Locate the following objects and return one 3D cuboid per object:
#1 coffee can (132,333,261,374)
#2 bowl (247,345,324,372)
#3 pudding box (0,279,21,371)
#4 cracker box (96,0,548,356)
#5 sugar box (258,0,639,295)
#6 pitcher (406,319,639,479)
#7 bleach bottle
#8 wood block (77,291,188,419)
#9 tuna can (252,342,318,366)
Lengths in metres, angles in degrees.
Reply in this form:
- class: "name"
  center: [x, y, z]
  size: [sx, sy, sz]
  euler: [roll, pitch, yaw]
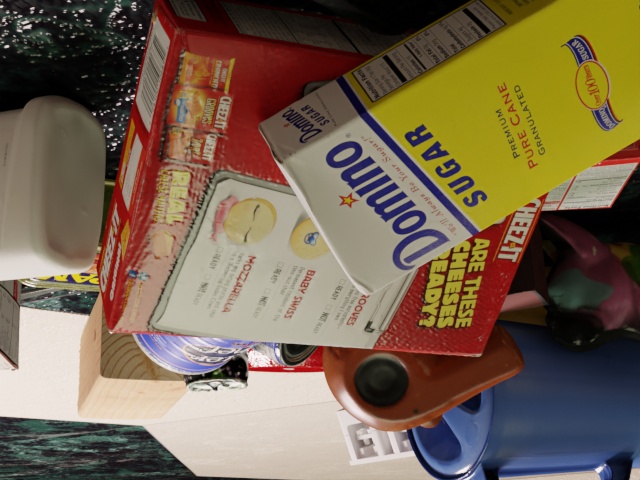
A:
- class: "coffee can"
  center: [-0.076, 0.037, 0.805]
  size: [0.102, 0.103, 0.141]
  euler: [7, 159, -26]
- class: "bowl"
  center: [-0.033, 0.098, 1.035]
  size: [0.162, 0.055, 0.162]
  euler: [1, 170, 0]
- class: "pudding box"
  center: [-0.264, 0.050, 0.842]
  size: [0.039, 0.090, 0.113]
  euler: [-2, 162, -4]
- class: "cracker box"
  center: [0.005, -0.029, 0.551]
  size: [0.213, 0.072, 0.164]
  euler: [5, 120, -22]
- class: "sugar box"
  center: [0.071, -0.055, 0.483]
  size: [0.176, 0.048, 0.093]
  euler: [-32, 127, 1]
- class: "pitcher"
  center: [0.202, 0.142, 0.884]
  size: [0.242, 0.149, 0.145]
  euler: [6, -173, -25]
- class: "bleach bottle"
  center: [-0.253, -0.023, 0.642]
  size: [0.251, 0.102, 0.068]
  euler: [-3, 169, 22]
- class: "wood block"
  center: [-0.181, 0.112, 1.036]
  size: [0.090, 0.091, 0.206]
  euler: [4, 161, -17]
- class: "tuna can"
  center: [-0.022, 0.064, 0.911]
  size: [0.034, 0.086, 0.086]
  euler: [25, 174, 27]
